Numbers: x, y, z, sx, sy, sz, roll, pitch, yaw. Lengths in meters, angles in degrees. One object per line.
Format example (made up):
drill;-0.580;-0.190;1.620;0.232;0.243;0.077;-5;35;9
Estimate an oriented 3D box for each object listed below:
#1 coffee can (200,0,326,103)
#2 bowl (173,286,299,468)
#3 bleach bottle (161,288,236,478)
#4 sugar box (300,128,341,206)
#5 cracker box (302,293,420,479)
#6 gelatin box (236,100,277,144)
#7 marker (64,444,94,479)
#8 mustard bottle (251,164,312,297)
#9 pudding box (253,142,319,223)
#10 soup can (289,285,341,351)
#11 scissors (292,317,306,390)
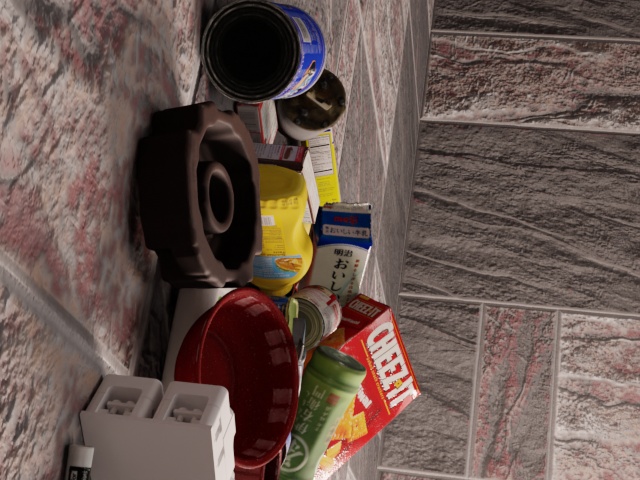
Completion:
coffee can;-0.056;-0.197;1.111;0.140;0.103;0.103;-43;137;-75
bowl;-0.083;0.124;0.967;0.161;0.055;0.162;17;70;-57
bleach bottle;-0.113;0.109;1.046;0.102;0.068;0.251;49;44;-66
sugar box;-0.005;-0.135;1.512;0.093;0.048;0.176;-105;-177;-56
cracker box;0.023;0.200;1.412;0.213;0.072;0.164;-38;126;-25
gelatin box;-0.074;-0.144;1.246;0.073;0.030;0.089;-77;168;-45
marker;-0.187;0.214;0.797;0.020;0.020;0.121;47;49;-77
mustard bottle;-0.058;0.001;1.211;0.191;0.096;0.058;84;12;-46
pudding box;-0.052;-0.066;1.230;0.113;0.090;0.039;77;21;-59
soup can;-0.017;0.095;1.299;0.102;0.068;0.068;-26;120;-76
scissors;-0.022;0.103;1.109;0.202;0.016;0.096;99;-6;-62
